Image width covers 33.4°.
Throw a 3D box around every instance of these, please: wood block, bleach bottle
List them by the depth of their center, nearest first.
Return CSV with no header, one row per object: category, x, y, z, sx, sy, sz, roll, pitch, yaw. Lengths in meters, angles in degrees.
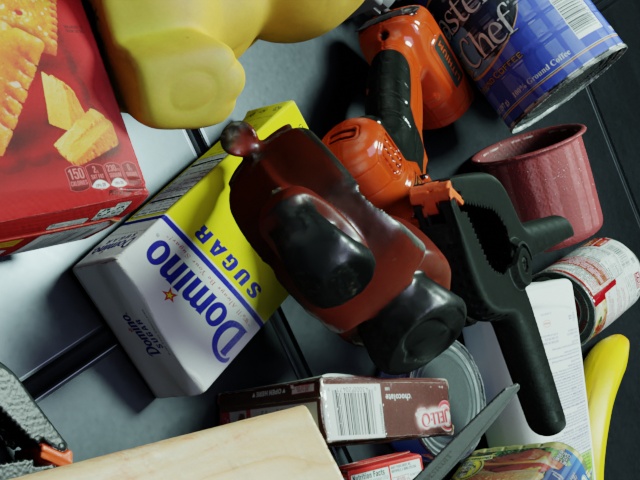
wood block,-0.084,0.153,0.499,0.205,0.091,0.090,-5,58,-47
bleach bottle,0.165,0.158,0.804,0.102,0.068,0.251,-5,86,-47

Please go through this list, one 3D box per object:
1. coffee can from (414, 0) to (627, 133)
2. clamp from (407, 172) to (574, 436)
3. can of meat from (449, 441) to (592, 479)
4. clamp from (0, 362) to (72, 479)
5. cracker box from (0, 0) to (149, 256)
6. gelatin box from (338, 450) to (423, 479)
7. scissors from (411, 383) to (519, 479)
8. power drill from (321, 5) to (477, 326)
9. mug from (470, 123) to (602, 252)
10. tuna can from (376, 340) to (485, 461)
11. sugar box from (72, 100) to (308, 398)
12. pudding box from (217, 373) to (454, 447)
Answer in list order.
coffee can,0.141,-0.165,0.784,0.102,0.103,0.140,-27,79,-47
clamp,0.117,0.028,0.683,0.209,0.036,0.164,33,55,-50
can of meat,0.127,0.184,0.727,0.083,0.102,0.057,-40,108,-47
clamp,-0.188,0.067,0.470,0.171,0.039,0.120,20,68,-42
cracker box,-0.185,-0.095,0.471,0.163,0.072,0.214,-14,82,-48
gelatin box,0.037,0.185,0.683,0.073,0.030,0.089,-1,80,-46
scissors,0.027,0.151,0.612,0.096,0.016,0.202,26,98,-21
power drill,0.068,-0.055,0.729,0.184,0.057,0.187,53,32,-38
mug,0.165,-0.035,0.844,0.117,0.093,0.081,-22,103,-16
tuna can,0.076,0.111,0.741,0.086,0.034,0.086,15,69,-44
sugar box,-0.054,0.001,0.622,0.093,0.048,0.176,60,43,-21
pudding box,0.010,0.103,0.631,0.113,0.090,0.039,10,71,-44
